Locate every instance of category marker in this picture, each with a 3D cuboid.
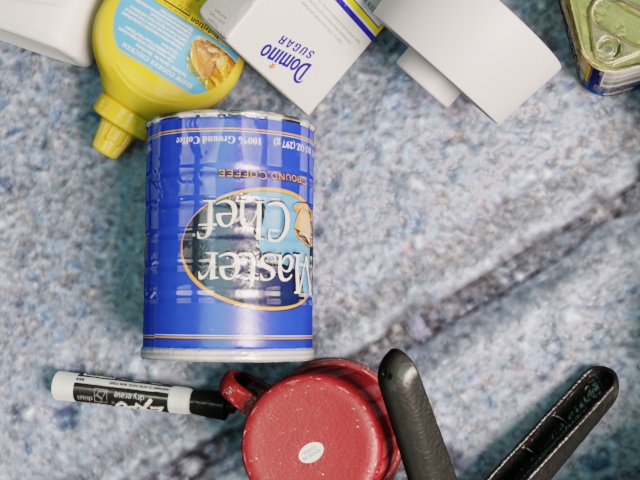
[{"bbox_3d":[-0.112,0.099,0.683,0.121,0.020,0.020,5,87,11],"label":"marker"}]

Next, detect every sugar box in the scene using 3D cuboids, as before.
[{"bbox_3d":[0.016,-0.171,0.640,0.176,0.093,0.048,-47,49,5],"label":"sugar box"}]

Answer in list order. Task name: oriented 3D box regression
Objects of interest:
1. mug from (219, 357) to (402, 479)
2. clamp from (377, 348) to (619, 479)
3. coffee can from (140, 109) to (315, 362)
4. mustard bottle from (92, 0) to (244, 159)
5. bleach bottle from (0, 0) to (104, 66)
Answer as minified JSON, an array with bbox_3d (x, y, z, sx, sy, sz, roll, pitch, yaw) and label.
[{"bbox_3d":[-0.009,0.111,0.630,0.117,0.081,0.093,33,92,11],"label":"mug"},{"bbox_3d":[0.075,0.156,0.600,0.164,0.036,0.210,16,97,-31],"label":"clamp"},{"bbox_3d":[-0.054,0.001,0.636,0.103,0.102,0.140,0,85,11],"label":"coffee can"},{"bbox_3d":[-0.087,-0.136,0.672,0.096,0.058,0.191,31,93,-15],"label":"mustard bottle"},{"bbox_3d":[-0.153,-0.247,0.696,0.102,0.068,0.251,19,87,11],"label":"bleach bottle"}]
